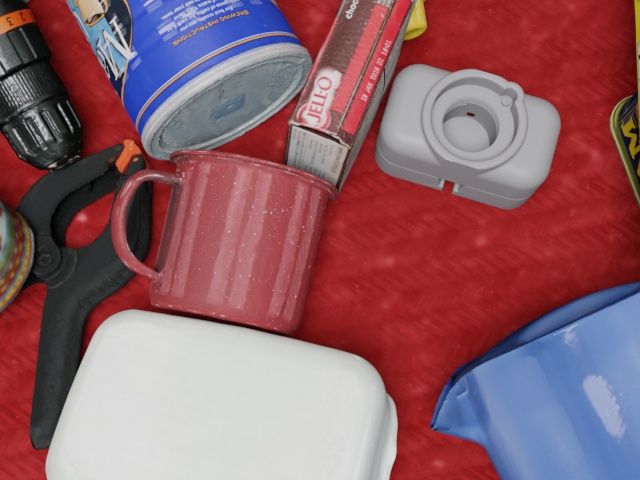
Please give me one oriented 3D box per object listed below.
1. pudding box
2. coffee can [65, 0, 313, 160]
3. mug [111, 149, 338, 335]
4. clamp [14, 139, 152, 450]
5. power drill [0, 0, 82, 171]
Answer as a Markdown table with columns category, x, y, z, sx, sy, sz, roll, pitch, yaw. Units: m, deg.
| category | x | y | z | sx | sy | sz | roll | pitch | yaw |
| --- | --- | --- | --- | --- | --- | --- | --- | --- | --- |
| pudding box | 0.013 | -0.079 | 0.573 | 0.039 | 0.113 | 0.090 | 24 | 78 | 3 |
| coffee can | -0.082 | -0.130 | 0.588 | 0.102 | 0.103 | 0.140 | -29 | 80 | -7 |
| mug | -0.054 | 0.001 | 0.562 | 0.117 | 0.093 | 0.081 | 16 | 81 | -29 |
| clamp | -0.142 | 0.025 | 0.584 | 0.120 | 0.039 | 0.171 | 41 | 83 | 10 |
| power drill | -0.242 | -0.088 | 0.576 | 0.187 | 0.057 | 0.184 | -29 | 97 | 3 |
